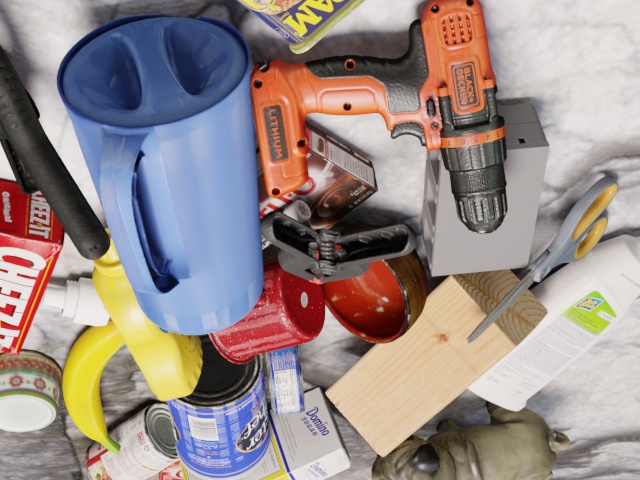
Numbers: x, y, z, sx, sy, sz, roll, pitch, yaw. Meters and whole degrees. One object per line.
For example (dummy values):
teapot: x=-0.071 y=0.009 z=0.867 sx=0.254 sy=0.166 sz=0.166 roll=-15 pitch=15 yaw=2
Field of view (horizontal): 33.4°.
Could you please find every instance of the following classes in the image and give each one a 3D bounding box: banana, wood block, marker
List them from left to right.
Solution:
banana: x=-0.228 y=0.139 z=1.085 sx=0.069 sy=0.037 sz=0.198 roll=13 pitch=131 yaw=0
marker: x=-0.056 y=0.001 z=0.924 sx=0.020 sy=0.020 sz=0.121 roll=29 pitch=133 yaw=-34
wood block: x=0.111 y=0.111 z=1.049 sx=0.091 sy=0.090 sz=0.206 roll=48 pitch=126 yaw=7

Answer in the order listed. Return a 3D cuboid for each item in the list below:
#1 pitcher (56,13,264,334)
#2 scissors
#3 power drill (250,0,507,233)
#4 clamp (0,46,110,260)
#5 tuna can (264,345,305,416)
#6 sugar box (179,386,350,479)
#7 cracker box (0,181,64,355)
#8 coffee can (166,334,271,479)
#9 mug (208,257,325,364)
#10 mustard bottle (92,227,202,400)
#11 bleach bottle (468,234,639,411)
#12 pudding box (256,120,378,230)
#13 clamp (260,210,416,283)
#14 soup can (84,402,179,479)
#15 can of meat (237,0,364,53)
pitcher: x=-0.110 y=-0.034 z=0.804 sx=0.149 sy=0.145 sz=0.243 roll=-29 pitch=140 yaw=-22
scissors: x=0.207 y=0.028 z=0.977 sx=0.201 sy=0.016 sz=0.096 roll=-50 pitch=151 yaw=-4
power drill: x=0.047 y=-0.084 z=0.821 sx=0.187 sy=0.057 sz=0.184 roll=-9 pitch=101 yaw=3
clamp: x=-0.222 y=-0.086 z=0.781 sx=0.036 sy=0.165 sz=0.210 roll=-33 pitch=132 yaw=-18
tuna can: x=-0.037 y=0.133 z=1.078 sx=0.033 sy=0.086 sz=0.086 roll=-7 pitch=138 yaw=-4
sugar box: x=-0.062 y=0.238 z=1.160 sx=0.176 sy=0.093 sz=0.048 roll=-23 pitch=133 yaw=0
cracker box: x=-0.343 y=0.015 z=0.910 sx=0.213 sy=0.072 sz=0.164 roll=12 pitch=135 yaw=-22
coffee can: x=-0.105 y=0.167 z=1.092 sx=0.102 sy=0.103 sz=0.140 roll=-5 pitch=138 yaw=-3
mug: x=-0.055 y=0.058 z=0.968 sx=0.082 sy=0.093 sz=0.117 roll=-16 pitch=163 yaw=29
mustard bottle: x=-0.161 y=0.057 z=0.966 sx=0.058 sy=0.096 sz=0.191 roll=-13 pitch=138 yaw=5
bleach bottle: x=0.254 y=0.074 z=1.077 sx=0.102 sy=0.068 sz=0.251 roll=27 pitch=126 yaw=-33
pudding box: x=-0.021 y=-0.044 z=0.918 sx=0.089 sy=0.039 sz=0.114 roll=28 pitch=128 yaw=-34
clamp: x=-0.003 y=0.007 z=0.882 sx=0.120 sy=0.039 sz=0.172 roll=14 pitch=163 yaw=-12
soup can: x=-0.201 y=0.230 z=1.173 sx=0.102 sy=0.068 sz=0.068 roll=-35 pitch=132 yaw=26
can of meat: x=-0.014 y=-0.194 z=0.742 sx=0.102 sy=0.057 sz=0.083 roll=-36 pitch=128 yaw=27
